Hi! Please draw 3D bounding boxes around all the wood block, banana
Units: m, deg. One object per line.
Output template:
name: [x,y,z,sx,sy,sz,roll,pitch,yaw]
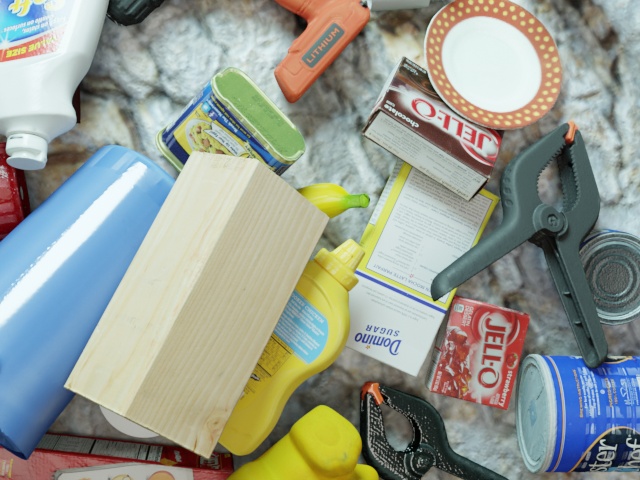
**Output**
wood block: [-0.092,0.045,0.809,0.090,0.090,0.206,37,73,-39]
banana: [-0.055,-0.003,0.914,0.197,0.070,0.037,-29,101,-3]

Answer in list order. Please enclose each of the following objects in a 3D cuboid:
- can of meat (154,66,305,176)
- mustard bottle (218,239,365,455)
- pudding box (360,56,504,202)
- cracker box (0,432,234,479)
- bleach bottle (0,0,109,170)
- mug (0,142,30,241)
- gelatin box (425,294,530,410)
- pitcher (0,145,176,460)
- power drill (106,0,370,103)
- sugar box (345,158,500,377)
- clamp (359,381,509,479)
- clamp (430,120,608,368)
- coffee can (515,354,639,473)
can of meat: [-0.074,-0.082,0.895,0.102,0.057,0.084,46,125,-5]
mustard bottle: [-0.033,0.075,0.870,0.096,0.058,0.191,42,90,14]
pudding box: [0.099,-0.096,0.910,0.113,0.090,0.039,30,131,-4]
cracker box: [-0.190,0.256,0.921,0.213,0.072,0.164,8,95,-6]
bleach bottle: [-0.213,-0.178,0.853,0.102,0.068,0.251,2,74,0]
mug: [-0.288,-0.044,0.876,0.081,0.117,0.093,-10,54,-9]
gelatin box: [0.141,0.099,0.955,0.073,0.030,0.089,14,93,-5]
pitcher: [-0.212,0.044,0.857,0.242,0.149,0.145,-52,136,-23]
power drill: [-0.065,-0.207,0.907,0.187,0.057,0.184,44,93,-7]
sugar box: [0.077,0.021,0.938,0.093,0.048,0.176,25,94,-8]
clamp: [0.083,0.206,0.950,0.120,0.039,0.171,-44,92,-19]
clamp: [0.180,-0.010,0.907,0.164,0.036,0.210,17,69,-16]
coffee can: [0.252,0.151,0.931,0.140,0.103,0.103,1,94,-5]
